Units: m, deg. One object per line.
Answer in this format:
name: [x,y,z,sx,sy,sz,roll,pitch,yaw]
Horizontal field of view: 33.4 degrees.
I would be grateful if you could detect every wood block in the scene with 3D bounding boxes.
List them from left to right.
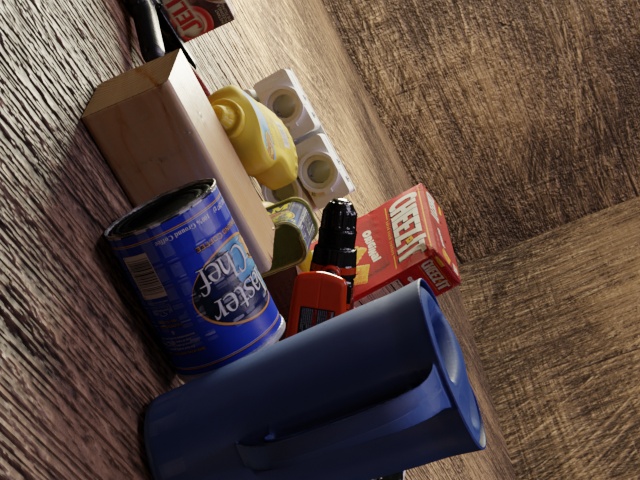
wood block: [-0.127,-0.060,1.003,0.091,0.090,0.206,-89,155,-61]

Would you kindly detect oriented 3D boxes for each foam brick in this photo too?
foam brick: [-0.036,0.078,1.277,0.053,0.051,0.078,55,17,-46]

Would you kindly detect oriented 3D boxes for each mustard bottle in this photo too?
mustard bottle: [-0.079,-0.112,1.119,0.191,0.058,0.096,24,44,-76]

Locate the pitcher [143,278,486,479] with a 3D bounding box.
pitcher: [-0.008,0.132,0.799,0.149,0.243,0.145,56,17,-48]

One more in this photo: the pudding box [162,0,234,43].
pudding box: [-0.166,-0.297,1.273,0.039,0.090,0.113,-97,161,-58]

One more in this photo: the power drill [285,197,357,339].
power drill: [0.007,0.054,1.131,0.187,0.057,0.184,-50,146,-79]

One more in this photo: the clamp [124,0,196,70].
clamp: [-0.197,-0.260,1.187,0.171,0.039,0.120,61,7,-4]

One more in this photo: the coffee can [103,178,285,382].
coffee can: [-0.104,0.033,0.896,0.102,0.103,0.140,-78,145,-71]

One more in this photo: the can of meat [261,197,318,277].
can of meat: [-0.058,0.001,1.192,0.084,0.102,0.057,-73,141,-70]

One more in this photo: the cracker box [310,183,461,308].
cracker box: [0.069,0.036,1.435,0.072,0.214,0.164,50,20,-32]
